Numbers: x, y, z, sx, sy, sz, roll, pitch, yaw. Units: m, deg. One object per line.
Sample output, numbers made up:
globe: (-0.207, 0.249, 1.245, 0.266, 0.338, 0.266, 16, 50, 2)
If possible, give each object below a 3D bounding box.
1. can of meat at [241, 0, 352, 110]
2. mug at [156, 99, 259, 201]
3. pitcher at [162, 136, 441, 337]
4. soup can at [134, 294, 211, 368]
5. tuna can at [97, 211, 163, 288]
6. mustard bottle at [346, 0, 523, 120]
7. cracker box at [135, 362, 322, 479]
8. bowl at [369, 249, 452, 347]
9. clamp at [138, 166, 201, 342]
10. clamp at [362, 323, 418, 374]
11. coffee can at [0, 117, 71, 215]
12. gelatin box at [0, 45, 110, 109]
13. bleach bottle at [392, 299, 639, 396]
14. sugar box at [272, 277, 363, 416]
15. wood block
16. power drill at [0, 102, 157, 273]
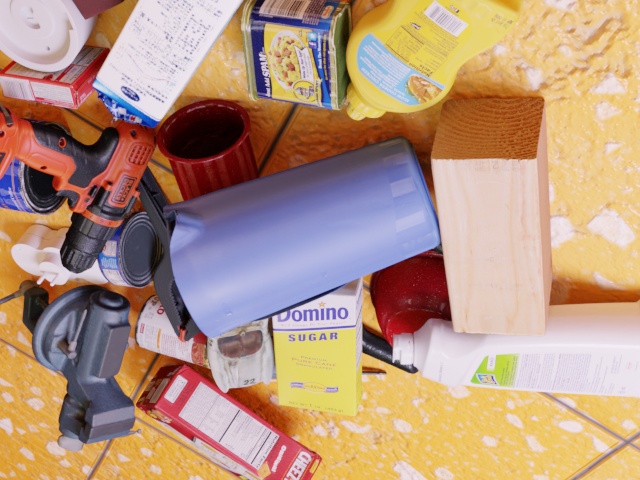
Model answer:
can of meat: (-0.019, -0.168, 0.944, 0.084, 0.057, 0.102, 11, 136, 15)
mug: (-0.114, -0.085, 1.061, 0.117, 0.093, 0.081, 38, 154, 38)
pitcher: (-0.013, -0.003, 0.999, 0.243, 0.149, 0.145, -19, 97, 7)
soup can: (-0.163, 0.110, 1.283, 0.102, 0.068, 0.068, 15, 136, 15)
tuna can: (-0.213, 0.009, 1.197, 0.034, 0.086, 0.086, 5, 133, 26)
mustard bottle: (0.077, -0.162, 0.897, 0.096, 0.058, 0.192, 33, 138, -11)
cracker box: (-0.119, 0.240, 1.348, 0.213, 0.072, 0.164, 36, 163, -10)
bowl: (0.121, 0.086, 1.120, 0.162, 0.055, 0.162, 15, 136, 14)
clamp: (-0.149, 0.018, 1.177, 0.165, 0.036, 0.210, 27, 127, 15)
clamp: (0.031, 0.107, 1.197, 0.120, 0.039, 0.171, -22, 115, 18)
coffee can: (-0.354, -0.087, 1.164, 0.140, 0.102, 0.103, 9, 135, 20)
gelatin box: (-0.261, -0.166, 1.060, 0.089, 0.073, 0.030, 11, 132, 18)
bleach bottle: (0.196, 0.103, 1.037, 0.251, 0.068, 0.102, 1, 134, 4)
sugar box: (-0.002, 0.109, 1.149, 0.093, 0.048, 0.176, 6, 130, 12)
wood block: (0.159, -0.019, 0.964, 0.090, 0.090, 0.206, 1, 132, 16)
power drill: (-0.275, -0.055, 1.082, 0.057, 0.187, 0.184, 45, 113, 41)
